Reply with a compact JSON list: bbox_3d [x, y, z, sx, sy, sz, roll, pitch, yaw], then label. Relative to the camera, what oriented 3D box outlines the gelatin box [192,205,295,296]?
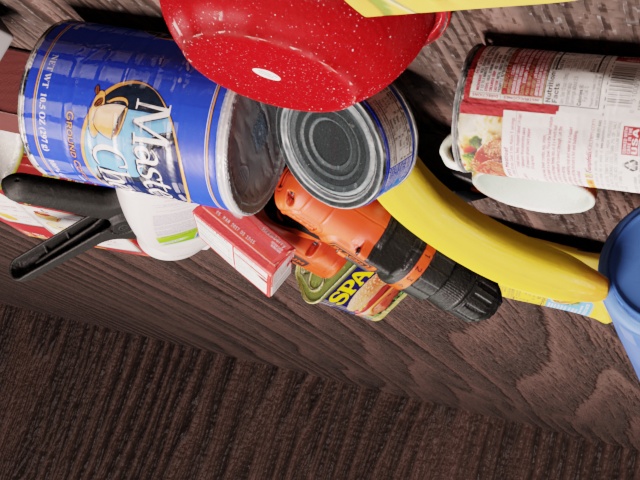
[{"bbox_3d":[-0.055,0.001,0.781,0.073,0.030,0.089,40,168,6],"label":"gelatin box"}]

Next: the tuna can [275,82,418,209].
[{"bbox_3d":[0.014,-0.063,0.639,0.086,0.086,0.033,4,-152,44],"label":"tuna can"}]

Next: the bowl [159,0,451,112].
[{"bbox_3d":[-0.018,-0.108,0.542,0.162,0.055,0.162,15,168,3],"label":"bowl"}]

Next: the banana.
[{"bbox_3d":[0.094,-0.013,0.682,0.197,0.037,0.070,37,154,-13],"label":"banana"}]

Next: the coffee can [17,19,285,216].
[{"bbox_3d":[-0.100,-0.078,0.665,0.140,0.103,0.102,12,168,18],"label":"coffee can"}]

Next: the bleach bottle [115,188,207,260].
[{"bbox_3d":[-0.120,-0.032,0.859,0.102,0.068,0.251,-14,166,-15],"label":"bleach bottle"}]

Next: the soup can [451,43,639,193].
[{"bbox_3d":[0.126,-0.062,0.542,0.102,0.068,0.068,9,167,23],"label":"soup can"}]

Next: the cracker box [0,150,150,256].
[{"bbox_3d":[-0.270,-0.054,1.071,0.164,0.072,0.213,9,166,18],"label":"cracker box"}]

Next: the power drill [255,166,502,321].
[{"bbox_3d":[0.026,-0.002,0.792,0.184,0.057,0.188,34,169,-20],"label":"power drill"}]

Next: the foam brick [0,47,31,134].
[{"bbox_3d":[-0.215,-0.109,0.797,0.078,0.051,0.053,13,167,9],"label":"foam brick"}]

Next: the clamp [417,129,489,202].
[{"bbox_3d":[0.044,-0.058,0.739,0.172,0.039,0.120,4,167,43],"label":"clamp"}]

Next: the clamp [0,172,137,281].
[{"bbox_3d":[-0.190,-0.021,0.972,0.209,0.036,0.165,-9,154,-26],"label":"clamp"}]

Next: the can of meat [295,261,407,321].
[{"bbox_3d":[0.042,0.022,0.976,0.083,0.057,0.102,22,123,-39],"label":"can of meat"}]
